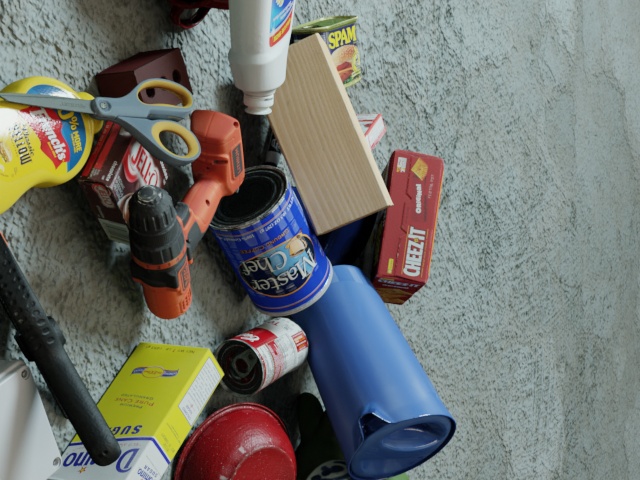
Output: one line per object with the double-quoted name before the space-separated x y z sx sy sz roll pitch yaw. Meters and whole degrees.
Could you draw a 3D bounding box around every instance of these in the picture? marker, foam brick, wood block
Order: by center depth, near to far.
"foam brick" -0.173 -0.153 1.051 0.078 0.051 0.053 -44 127 -49
"wood block" 0.001 -0.118 1.218 0.090 0.091 0.206 -15 82 -83
"marker" -0.052 -0.121 1.284 0.020 0.020 0.121 38 60 -53

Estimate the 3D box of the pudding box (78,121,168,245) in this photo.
"pudding box" -0.185 -0.060 1.014 0.113 0.039 0.090 86 21 -61

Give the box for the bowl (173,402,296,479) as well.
"bowl" -0.080 0.263 1.171 0.161 0.055 0.162 -8 103 -39

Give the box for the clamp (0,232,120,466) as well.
"clamp" -0.232 0.090 0.899 0.036 0.165 0.210 -30 113 -18

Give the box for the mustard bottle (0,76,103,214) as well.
"mustard bottle" -0.251 -0.089 0.919 0.191 0.058 0.096 -37 115 -53

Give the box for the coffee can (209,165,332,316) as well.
"coffee can" -0.058 0.001 1.198 0.102 0.103 0.140 -62 140 -37

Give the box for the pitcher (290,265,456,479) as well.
"pitcher" 0.055 0.154 1.267 0.144 0.243 0.149 -8 141 -23

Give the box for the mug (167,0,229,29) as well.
"mug" -0.119 -0.274 1.114 0.081 0.093 0.117 -13 133 -63

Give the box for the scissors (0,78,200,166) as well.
"scissors" -0.179 -0.100 0.938 0.201 0.016 0.096 -20 80 -49

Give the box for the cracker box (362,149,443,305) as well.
"cracker box" 0.104 -0.010 1.400 0.214 0.072 0.164 113 -14 -79

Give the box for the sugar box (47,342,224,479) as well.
"sugar box" -0.175 0.176 1.021 0.176 0.093 0.048 -58 137 -41

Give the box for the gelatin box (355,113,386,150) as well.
"gelatin box" 0.034 -0.129 1.375 0.089 0.073 0.030 -57 137 -42

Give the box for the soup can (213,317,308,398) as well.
"soup can" -0.066 0.132 1.223 0.102 0.069 0.068 -21 109 -57

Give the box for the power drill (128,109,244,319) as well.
"power drill" -0.134 -0.039 1.052 0.184 0.057 0.187 94 16 -54

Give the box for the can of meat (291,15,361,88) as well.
"can of meat" 0.009 -0.234 1.345 0.101 0.058 0.084 -33 121 -53

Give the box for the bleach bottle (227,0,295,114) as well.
"bleach bottle" -0.056 -0.252 1.065 0.102 0.068 0.251 -47 144 -60
